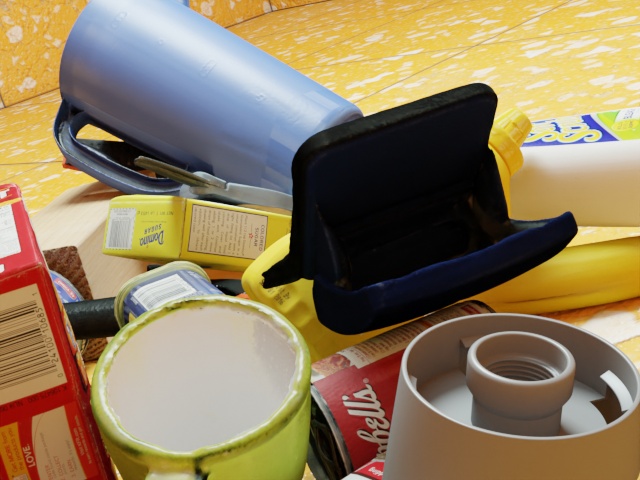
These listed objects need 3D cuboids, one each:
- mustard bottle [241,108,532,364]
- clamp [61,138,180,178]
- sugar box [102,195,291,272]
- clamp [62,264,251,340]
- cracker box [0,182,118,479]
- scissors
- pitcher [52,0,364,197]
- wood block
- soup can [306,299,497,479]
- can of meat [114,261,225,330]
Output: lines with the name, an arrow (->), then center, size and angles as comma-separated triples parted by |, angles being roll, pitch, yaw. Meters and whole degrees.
mustard bottle -> 0.052, -0.007, 0.616 | 0.191, 0.096, 0.058 | -44, 13, -10
clamp -> -0.131, -0.068, 0.990 | 0.209, 0.036, 0.165 | 9, -7, -14
sugar box -> -0.055, 0.001, 0.758 | 0.175, 0.048, 0.094 | 12, -6, -42
clamp -> -0.107, 0.046, 0.687 | 0.120, 0.039, 0.172 | -26, 18, -37
cracker box -> -0.156, 0.072, 0.540 | 0.072, 0.164, 0.214 | -18, 17, -14
scissors -> -0.090, -0.037, 0.732 | 0.096, 0.016, 0.201 | 2, -6, 34
pitcher -> -0.094, -0.103, 0.885 | 0.243, 0.149, 0.144 | 30, 23, 20
wood block -> -0.192, 0.019, 0.871 | 0.090, 0.091, 0.206 | -12, 17, 11
soup can -> 0.042, 0.077, 0.514 | 0.102, 0.068, 0.069 | -21, 17, -19
can of meat -> -0.064, 0.071, 0.573 | 0.057, 0.102, 0.084 | -21, 19, -18
